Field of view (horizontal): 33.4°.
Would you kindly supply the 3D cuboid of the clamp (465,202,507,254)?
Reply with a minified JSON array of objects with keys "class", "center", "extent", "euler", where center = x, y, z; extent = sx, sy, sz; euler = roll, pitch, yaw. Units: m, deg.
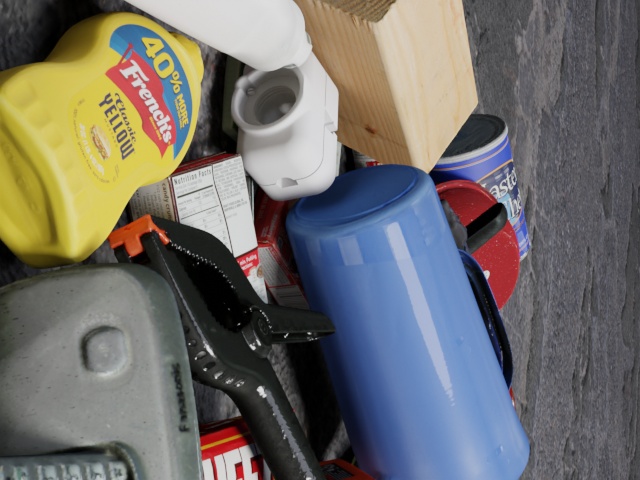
[{"class":"clamp","center":[0.097,0.023,0.946],"extent":[0.039,0.120,0.171],"euler":[-65,162,-53]}]

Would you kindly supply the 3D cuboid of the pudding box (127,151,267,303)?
[{"class":"pudding box","center":[-0.076,0.006,0.670],"extent":[0.089,0.039,0.113],"euler":[-26,107,-61]}]

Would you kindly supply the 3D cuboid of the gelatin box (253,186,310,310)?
[{"class":"gelatin box","center":[-0.022,0.002,0.799],"extent":[0.089,0.030,0.073],"euler":[61,34,-43]}]

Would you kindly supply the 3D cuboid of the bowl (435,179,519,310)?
[{"class":"bowl","center":[0.138,0.026,1.020],"extent":[0.161,0.055,0.162],"euler":[-11,110,-32]}]

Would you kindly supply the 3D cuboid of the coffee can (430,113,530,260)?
[{"class":"coffee can","center":[0.156,-0.047,1.110],"extent":[0.102,0.103,0.140],"euler":[-58,137,-53]}]

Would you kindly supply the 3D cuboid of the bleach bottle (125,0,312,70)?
[{"class":"bleach bottle","center":[-0.075,-0.151,0.604],"extent":[0.103,0.068,0.250],"euler":[49,13,31]}]

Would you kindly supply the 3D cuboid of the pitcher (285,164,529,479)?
[{"class":"pitcher","center":[0.067,0.067,0.788],"extent":[0.149,0.145,0.243],"euler":[-98,170,-68]}]

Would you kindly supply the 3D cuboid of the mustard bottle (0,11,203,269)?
[{"class":"mustard bottle","center":[-0.113,-0.070,0.577],"extent":[0.096,0.058,0.191],"euler":[69,28,-22]}]

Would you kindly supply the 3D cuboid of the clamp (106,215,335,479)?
[{"class":"clamp","center":[-0.045,0.052,0.620],"extent":[0.210,0.036,0.164],"euler":[53,23,-30]}]

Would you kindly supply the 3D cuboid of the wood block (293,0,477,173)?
[{"class":"wood block","center":[0.046,-0.142,0.777],"extent":[0.090,0.091,0.206],"euler":[-54,155,-14]}]
